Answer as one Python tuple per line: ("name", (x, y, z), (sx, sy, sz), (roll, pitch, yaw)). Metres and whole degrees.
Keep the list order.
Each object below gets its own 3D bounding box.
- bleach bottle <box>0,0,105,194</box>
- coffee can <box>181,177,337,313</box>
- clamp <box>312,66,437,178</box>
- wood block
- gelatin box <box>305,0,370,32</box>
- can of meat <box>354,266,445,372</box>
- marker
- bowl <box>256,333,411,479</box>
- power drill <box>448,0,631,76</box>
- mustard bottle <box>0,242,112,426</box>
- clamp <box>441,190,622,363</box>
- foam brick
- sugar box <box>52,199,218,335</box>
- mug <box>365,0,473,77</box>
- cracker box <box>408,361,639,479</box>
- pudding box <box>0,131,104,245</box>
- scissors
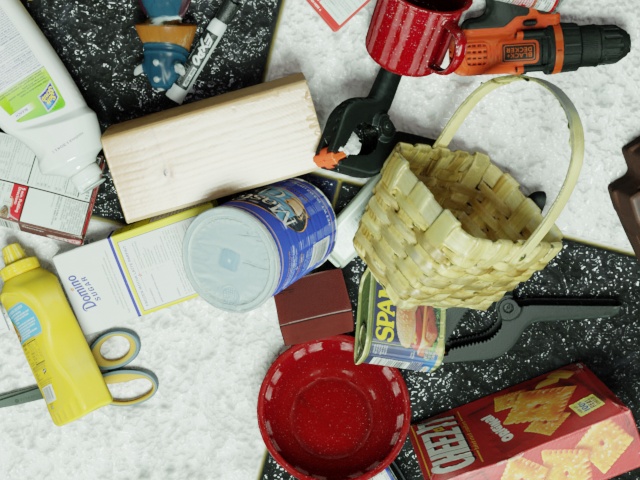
("bleach bottle", (-0.298, -0.152, 1.035), (0.102, 0.068, 0.251), (-33, 94, 1))
("coffee can", (-0.057, 0.001, 1.049), (0.103, 0.140, 0.103), (7, 108, 23))
("clamp", (0.062, -0.104, 1.060), (0.171, 0.039, 0.120), (-44, 107, -34))
("wood block", (-0.103, -0.095, 1.066), (0.206, 0.090, 0.091), (-15, 105, 0))
("gelatin box", (0.023, -0.264, 1.064), (0.089, 0.030, 0.073), (-42, 101, 6))
("can of meat", (0.084, 0.084, 1.118), (0.084, 0.057, 0.102), (9, 64, -8))
("marker", (-0.117, -0.194, 1.078), (0.020, 0.020, 0.121), (32, 99, -10))
("bowl", (0.013, 0.184, 1.135), (0.162, 0.055, 0.162), (1, 71, -2))
("power drill", (0.217, -0.258, 1.061), (0.184, 0.057, 0.188), (-4, 103, -2))
("mustard bottle", (-0.281, 0.092, 1.095), (0.058, 0.096, 0.191), (-24, 87, -33))
("clamp", (0.209, 0.071, 1.148), (0.210, 0.036, 0.164), (-42, 101, 9))
("foam brick", (-0.007, 0.070, 1.119), (0.078, 0.051, 0.053), (-12, 59, 0))
("sugar box", (-0.179, 0.026, 1.113), (0.176, 0.048, 0.093), (-17, 103, 5))
("mug", (0.099, -0.206, 1.034), (0.093, 0.117, 0.082), (-21, 145, -35))
("cracker box", (0.208, 0.212, 1.117), (0.213, 0.164, 0.072), (-21, 102, 1))
("pudding box", (-0.282, -0.053, 1.076), (0.113, 0.039, 0.090), (15, 74, -8))
("scissors", (-0.275, 0.140, 1.149), (0.201, 0.016, 0.096), (2, 101, -4))
